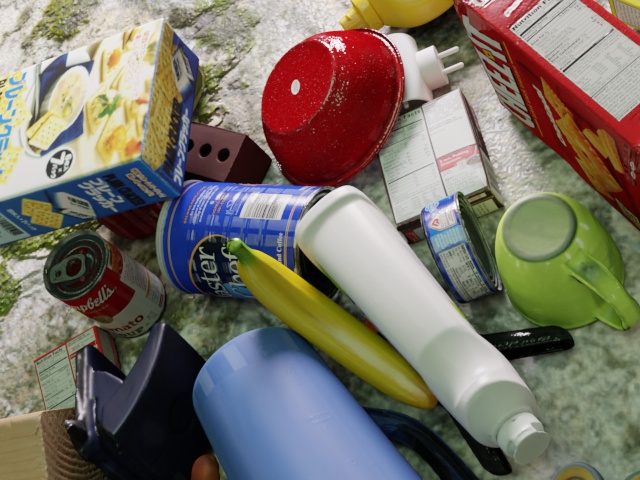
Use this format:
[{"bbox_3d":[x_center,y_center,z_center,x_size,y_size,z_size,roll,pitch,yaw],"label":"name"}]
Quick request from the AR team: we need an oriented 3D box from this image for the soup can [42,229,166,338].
[{"bbox_3d":[-0.195,0.041,0.973,0.069,0.102,0.068,-11,61,21],"label":"soup can"}]

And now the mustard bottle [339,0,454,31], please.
[{"bbox_3d":[0.100,-0.255,1.003,0.192,0.058,0.096,-35,55,7],"label":"mustard bottle"}]

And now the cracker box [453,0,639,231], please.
[{"bbox_3d":[0.204,-0.105,0.809,0.072,0.164,0.214,-40,55,1],"label":"cracker box"}]

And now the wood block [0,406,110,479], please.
[{"bbox_3d":[-0.290,0.205,0.927,0.206,0.090,0.091,-13,80,24],"label":"wood block"}]

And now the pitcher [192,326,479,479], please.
[{"bbox_3d":[0.008,0.174,0.793,0.145,0.149,0.243,-48,47,10],"label":"pitcher"}]

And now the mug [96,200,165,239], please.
[{"bbox_3d":[-0.183,-0.047,1.025,0.117,0.081,0.093,30,81,35],"label":"mug"}]

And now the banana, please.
[{"bbox_3d":[0.005,0.068,0.826,0.198,0.069,0.037,36,93,1],"label":"banana"}]

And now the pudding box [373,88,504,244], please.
[{"bbox_3d":[0.098,-0.064,0.919,0.090,0.039,0.113,-23,55,18],"label":"pudding box"}]

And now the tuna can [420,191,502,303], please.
[{"bbox_3d":[0.112,0.006,0.847,0.034,0.086,0.086,-24,57,16],"label":"tuna can"}]

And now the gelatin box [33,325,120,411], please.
[{"bbox_3d":[-0.220,0.133,0.984,0.073,0.030,0.089,-31,56,11],"label":"gelatin box"}]

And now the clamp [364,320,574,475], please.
[{"bbox_3d":[0.110,0.091,0.833,0.172,0.039,0.120,33,79,35],"label":"clamp"}]

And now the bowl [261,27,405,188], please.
[{"bbox_3d":[-0.003,-0.128,0.963,0.162,0.055,0.162,-21,58,38],"label":"bowl"}]

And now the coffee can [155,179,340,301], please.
[{"bbox_3d":[-0.056,0.001,0.924,0.140,0.102,0.102,4,67,28],"label":"coffee can"}]

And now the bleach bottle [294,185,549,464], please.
[{"bbox_3d":[0.077,0.063,0.775,0.068,0.102,0.251,-43,44,4],"label":"bleach bottle"}]

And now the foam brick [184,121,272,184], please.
[{"bbox_3d":[-0.097,-0.074,1.014,0.078,0.051,0.053,16,74,32],"label":"foam brick"}]
